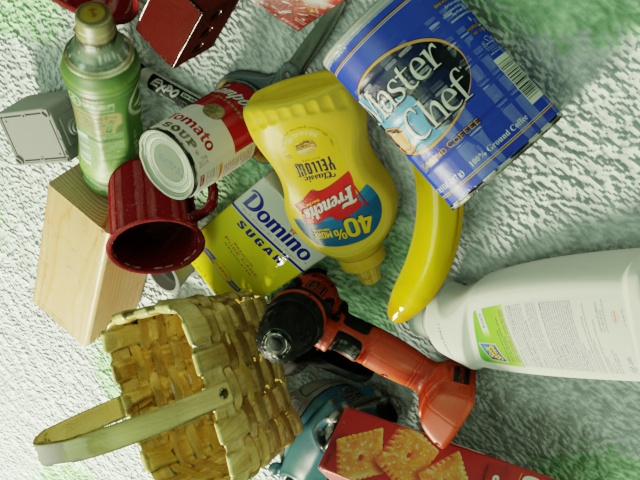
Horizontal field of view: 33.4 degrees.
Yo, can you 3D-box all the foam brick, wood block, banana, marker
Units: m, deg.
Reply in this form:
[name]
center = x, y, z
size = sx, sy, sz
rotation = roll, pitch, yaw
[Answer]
[foam brick]
center = -0.113, -0.195, 0.907
size = 0.051, 0.052, 0.078
rotation = 47, 141, 4
[wood block]
center = -0.242, 0.010, 1.158
size = 0.090, 0.090, 0.206
rotation = 39, 139, 12
[banana]
center = 0.082, -0.023, 0.853
size = 0.070, 0.037, 0.198
rotation = 8, 112, 33
[marker]
center = -0.143, -0.142, 1.003
size = 0.121, 0.020, 0.020
rotation = 31, 137, 22

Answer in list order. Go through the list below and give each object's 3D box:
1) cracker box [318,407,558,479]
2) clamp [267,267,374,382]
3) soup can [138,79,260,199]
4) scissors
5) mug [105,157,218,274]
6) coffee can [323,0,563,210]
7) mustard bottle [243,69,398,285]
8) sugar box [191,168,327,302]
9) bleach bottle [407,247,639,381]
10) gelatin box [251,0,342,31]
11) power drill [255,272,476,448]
[cracker box]
center = 0.127, 0.236, 0.953
size = 0.214, 0.072, 0.164
rotation = 14, 159, 36
[clamp]
center = -0.029, 0.086, 1.061
size = 0.172, 0.039, 0.120
rotation = -7, 104, 43
[soup can]
center = -0.097, -0.086, 0.911
size = 0.069, 0.102, 0.068
rotation = 26, 135, 29
[scissors]
center = -0.041, -0.148, 0.906
size = 0.096, 0.016, 0.202
rotation = 38, 139, 15
[mug]
center = -0.150, -0.031, 1.015
size = 0.117, 0.081, 0.093
rotation = -24, 145, 19
[coffee can]
center = 0.085, -0.107, 0.751
size = 0.140, 0.102, 0.103
rotation = 49, 141, 1
[mustard bottle]
center = 0.012, -0.044, 0.895
size = 0.096, 0.058, 0.191
rotation = -11, 119, 21
[sugar box]
center = -0.057, 0.001, 1.014
size = 0.093, 0.048, 0.177
rotation = 52, 142, -2
[bleach bottle]
center = 0.166, 0.056, 0.836
size = 0.251, 0.068, 0.102
rotation = -4, 112, 48
[gelatin box]
center = -0.027, -0.204, 0.804
size = 0.089, 0.030, 0.073
rotation = 28, 148, -29
[power drill]
center = 0.039, 0.098, 0.902
size = 0.187, 0.184, 0.057
rotation = 32, 105, 3
